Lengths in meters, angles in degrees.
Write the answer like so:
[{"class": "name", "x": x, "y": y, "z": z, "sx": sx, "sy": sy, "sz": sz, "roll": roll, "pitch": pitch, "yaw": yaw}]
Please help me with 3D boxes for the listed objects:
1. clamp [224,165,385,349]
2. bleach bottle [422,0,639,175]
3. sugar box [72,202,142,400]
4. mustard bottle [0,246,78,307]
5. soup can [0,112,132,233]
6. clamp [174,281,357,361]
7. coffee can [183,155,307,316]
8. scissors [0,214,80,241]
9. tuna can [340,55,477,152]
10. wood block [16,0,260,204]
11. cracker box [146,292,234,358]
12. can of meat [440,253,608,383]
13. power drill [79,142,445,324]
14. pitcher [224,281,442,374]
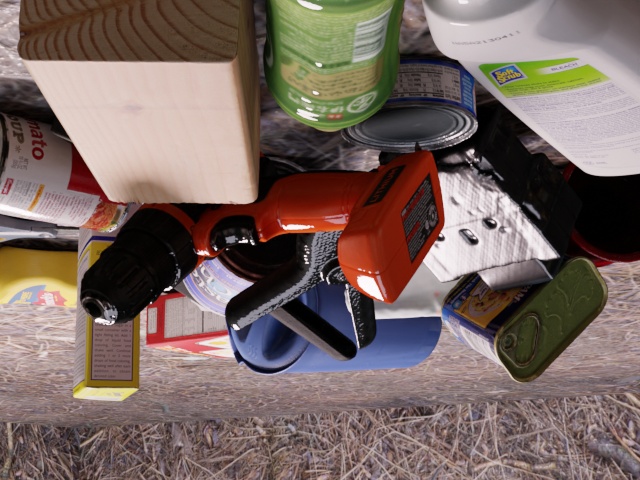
[{"class": "clamp", "x": 0.003, "y": 0.016, "z": 0.758, "sx": 0.120, "sy": 0.039, "sz": 0.172, "roll": 0, "pitch": 133, "yaw": -21}, {"class": "bleach bottle", "x": 0.133, "y": -0.101, "z": 0.557, "sx": 0.103, "sy": 0.068, "sz": 0.250, "roll": -10, "pitch": 161, "yaw": 32}, {"class": "sugar box", "x": -0.167, "y": 0.034, "z": 0.840, "sx": 0.048, "sy": 0.176, "sz": 0.093, "roll": 6, "pitch": 165, "yaw": -18}, {"class": "mustard bottle", "x": -0.277, "y": 0.039, "z": 1.100, "sx": 0.191, "sy": 0.058, "sz": 0.096, "roll": 6, "pitch": 163, "yaw": -24}, {"class": "soup can", "x": -0.188, "y": -0.046, "z": 0.741, "sx": 0.102, "sy": 0.068, "sz": 0.069, "roll": 12, "pitch": 161, "yaw": -40}, {"class": "clamp", "x": -0.062, "y": 0.023, "z": 1.003, "sx": 0.210, "sy": 0.165, "sz": 0.036, "roll": 13, "pitch": -148, "yaw": 16}, {"class": "coffee can", "x": -0.056, "y": 0.001, "z": 0.868, "sx": 0.102, "sy": 0.103, "sz": 0.140, "roll": 3, "pitch": 165, "yaw": -14}, {"class": "scissors", "x": -0.263, "y": -0.015, "z": 0.970, "sx": 0.202, "sy": 0.016, "sz": 0.096, "roll": -3, "pitch": 166, "yaw": 7}, {"class": "tuna can", "x": 0.055, "y": -0.085, "z": 0.672, "sx": 0.086, "sy": 0.034, "sz": 0.086, "roll": -1, "pitch": 166, "yaw": 0}, {"class": "wood block", "x": -0.079, "y": -0.088, "z": 0.534, "sx": 0.091, "sy": 0.090, "sz": 0.206, "roll": 0, "pitch": 166, "yaw": -1}, {"class": "cracker box", "x": -0.083, "y": 0.097, "z": 1.320, "sx": 0.214, "sy": 0.072, "sz": 0.164, "roll": -10, "pitch": 164, "yaw": 31}, {"class": "can of meat", "x": 0.152, "y": 0.048, "z": 0.814, "sx": 0.057, "sy": 0.102, "sz": 0.084, "roll": 51, "pitch": 170, "yaw": -29}, {"class": "power drill", "x": -0.032, "y": -0.006, "z": 0.647, "sx": 0.188, "sy": 0.184, "sz": 0.057, "roll": 4, "pitch": 126, "yaw": 28}, {"class": "pitcher", "x": 0.030, "y": 0.075, "z": 1.157, "sx": 0.149, "sy": 0.145, "sz": 0.242, "roll": 3, "pitch": 176, "yaw": 42}]
